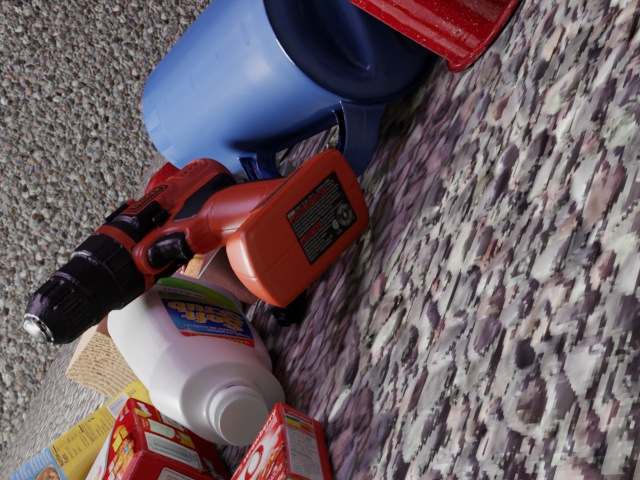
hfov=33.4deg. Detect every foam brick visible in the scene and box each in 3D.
[{"bbox_3d":[-0.055,0.001,0.835,0.053,0.051,0.078,-51,18,39],"label":"foam brick"}]

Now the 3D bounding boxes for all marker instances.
[{"bbox_3d":[-0.008,0.006,0.712,0.020,0.020,0.121,-45,22,53],"label":"marker"}]

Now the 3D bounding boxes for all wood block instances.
[{"bbox_3d":[-0.167,0.055,1.070,0.091,0.090,0.206,-50,17,43],"label":"wood block"}]

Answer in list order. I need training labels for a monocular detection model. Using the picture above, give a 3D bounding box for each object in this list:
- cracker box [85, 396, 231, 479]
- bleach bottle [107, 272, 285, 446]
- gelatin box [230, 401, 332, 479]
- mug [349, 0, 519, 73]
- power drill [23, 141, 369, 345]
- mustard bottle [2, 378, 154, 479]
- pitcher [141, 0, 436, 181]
[{"bbox_3d":[-0.132,0.218,0.655,0.213,0.072,0.164,-64,13,-4],"label":"cracker box"},{"bbox_3d":[-0.073,0.078,0.689,0.068,0.102,0.251,-70,21,3],"label":"bleach bottle"},{"bbox_3d":[-0.029,0.134,0.515,0.089,0.030,0.073,-59,13,13],"label":"gelatin box"},{"bbox_3d":[0.071,-0.167,0.618,0.117,0.081,0.093,-64,13,-8],"label":"mug"},{"bbox_3d":[-0.077,0.003,0.662,0.188,0.057,0.184,-2,35,45],"label":"power drill"},{"bbox_3d":[-0.182,0.176,0.776,0.191,0.058,0.096,-36,21,-15],"label":"mustard bottle"},{"bbox_3d":[-0.035,-0.114,0.756,0.149,0.145,0.243,-55,16,-29],"label":"pitcher"}]
